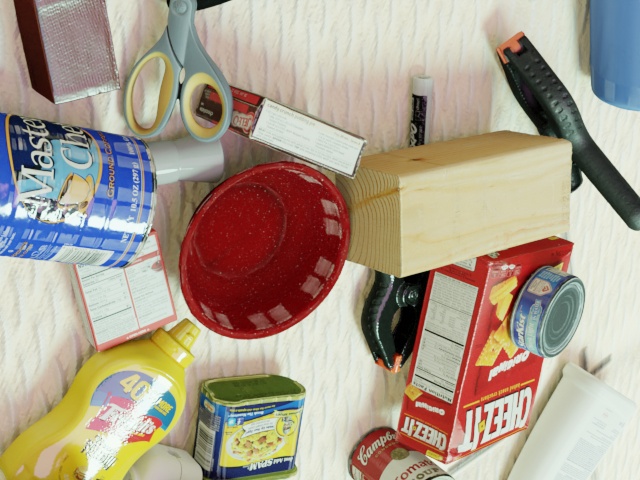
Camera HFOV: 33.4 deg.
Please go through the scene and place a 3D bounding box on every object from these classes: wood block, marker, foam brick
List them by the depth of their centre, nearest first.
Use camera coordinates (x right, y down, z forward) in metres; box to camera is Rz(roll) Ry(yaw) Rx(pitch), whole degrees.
[{"bbox_3d":[-0.183,-0.145,0.767,0.051,0.053,0.078,-20,120,-26],"label":"foam brick"},{"bbox_3d":[0.122,-0.038,0.960,0.205,0.091,0.090,-13,109,-34],"label":"wood block"},{"bbox_3d":[0.092,-0.093,0.994,0.020,0.020,0.121,-11,115,-30],"label":"marker"}]

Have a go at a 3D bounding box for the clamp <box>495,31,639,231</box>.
[{"bbox_3d":[0.235,-0.103,1.015,0.036,0.165,0.210,-36,116,-2],"label":"clamp"}]

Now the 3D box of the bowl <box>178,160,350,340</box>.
[{"bbox_3d":[-0.056,0.001,0.907,0.161,0.055,0.162,-14,119,-26],"label":"bowl"}]

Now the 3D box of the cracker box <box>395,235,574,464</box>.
[{"bbox_3d":[0.167,0.100,1.068,0.163,0.072,0.214,-8,113,-49],"label":"cracker box"}]

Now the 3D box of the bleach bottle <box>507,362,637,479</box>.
[{"bbox_3d":[0.260,0.270,1.231,0.102,0.068,0.251,31,92,-38],"label":"bleach bottle"}]

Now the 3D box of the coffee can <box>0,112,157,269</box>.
[{"bbox_3d":[-0.203,-0.036,0.766,0.140,0.103,0.103,8,104,-36],"label":"coffee can"}]

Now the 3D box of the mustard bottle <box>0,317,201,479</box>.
[{"bbox_3d":[-0.169,0.142,0.891,0.191,0.058,0.096,-49,123,-8],"label":"mustard bottle"}]

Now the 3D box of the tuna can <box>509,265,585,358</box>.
[{"bbox_3d":[0.220,0.069,1.029,0.085,0.034,0.086,-27,128,-41],"label":"tuna can"}]

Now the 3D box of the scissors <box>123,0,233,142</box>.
[{"bbox_3d":[-0.088,-0.160,0.798,0.202,0.096,0.016,-64,174,21],"label":"scissors"}]

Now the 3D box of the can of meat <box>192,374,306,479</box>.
[{"bbox_3d":[-0.065,0.172,0.974,0.101,0.058,0.084,-1,108,-34],"label":"can of meat"}]

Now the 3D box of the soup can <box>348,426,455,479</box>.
[{"bbox_3d":[0.083,0.241,1.073,0.068,0.102,0.068,-13,116,-29],"label":"soup can"}]

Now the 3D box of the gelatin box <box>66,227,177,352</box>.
[{"bbox_3d":[-0.163,0.036,0.870,0.073,0.030,0.089,-22,120,-24],"label":"gelatin box"}]

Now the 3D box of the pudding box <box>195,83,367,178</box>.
[{"bbox_3d":[-0.032,-0.091,0.866,0.113,0.090,0.039,16,98,-38],"label":"pudding box"}]

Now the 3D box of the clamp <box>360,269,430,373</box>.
[{"bbox_3d":[0.087,0.041,1.035,0.120,0.039,0.171,-7,112,-28],"label":"clamp"}]
